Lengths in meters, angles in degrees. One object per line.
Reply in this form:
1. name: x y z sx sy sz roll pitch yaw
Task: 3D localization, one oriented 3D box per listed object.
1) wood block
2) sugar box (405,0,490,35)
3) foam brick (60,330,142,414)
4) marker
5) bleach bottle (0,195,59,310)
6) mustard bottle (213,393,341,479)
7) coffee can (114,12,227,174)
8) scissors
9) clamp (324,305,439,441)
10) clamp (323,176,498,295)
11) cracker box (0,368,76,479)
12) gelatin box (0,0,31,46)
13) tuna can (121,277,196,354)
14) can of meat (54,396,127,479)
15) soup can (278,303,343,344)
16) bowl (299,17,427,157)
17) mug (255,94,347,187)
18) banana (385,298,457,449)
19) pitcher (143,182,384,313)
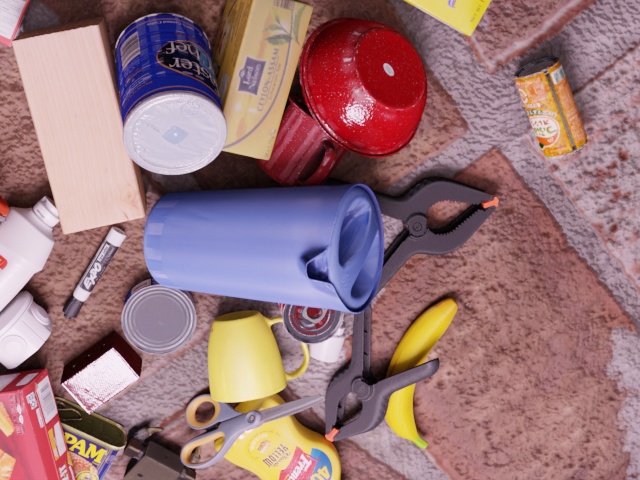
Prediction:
1. wood block: -0.252 -0.124 1.135 0.090 0.090 0.206 -12 108 -4
2. sugar box: 0.107 -0.304 1.152 0.176 0.048 0.093 25 102 -15
3. foam brick: -0.253 0.152 1.237 0.078 0.053 0.051 -36 108 3
4. marker: -0.260 0.039 1.219 0.020 0.020 0.121 30 100 -15
5. bleach bottle: -0.387 0.043 1.174 0.251 0.068 0.103 -44 66 0
6. mustard bottle: -0.033 0.270 1.299 0.096 0.058 0.191 -44 108 7
7. coffee can: -0.155 -0.151 1.089 0.102 0.140 0.103 -8 136 -8
8. scissors: -0.087 0.195 1.240 0.202 0.096 0.016 -35 142 18
9. clamp: 0.065 0.174 1.273 0.120 0.039 0.171 31 108 28
10. clamp: 0.101 -0.027 1.239 0.210 0.036 0.164 -23 109 -3
11. cracker box: -0.395 0.243 1.200 0.214 0.072 0.164 -9 102 12
12. gelatin box: -0.340 -0.258 1.114 0.073 0.030 0.089 24 102 -12
13. tuna can: -0.187 0.086 1.236 0.086 0.034 0.086 -2 107 -7
14. can of meat: -0.293 0.246 1.258 0.102 0.057 0.084 28 104 -14
15. soup can: -0.015 0.068 1.218 0.068 0.102 0.068 -2 107 -7
16. bowl: 0.059 -0.172 1.135 0.161 0.055 0.162 10 71 -30
17. mug: -0.014 -0.096 1.165 0.093 0.117 0.081 26 107 -31
18. banana: 0.114 0.160 1.300 0.069 0.037 0.198 4 107 -24
19. pitcher: -0.057 0.001 1.143 0.243 0.145 0.149 3 153 26
